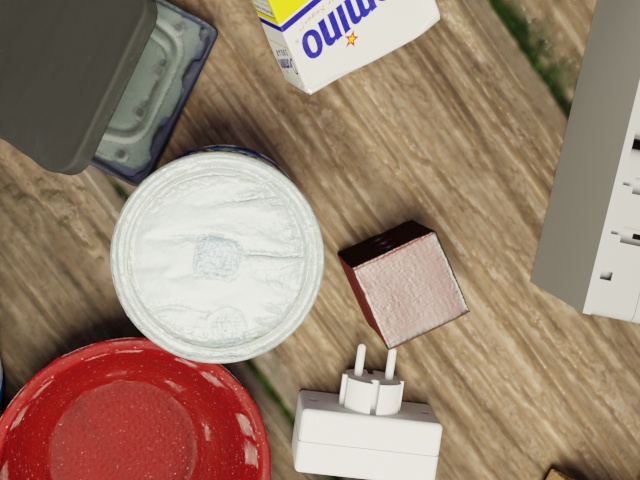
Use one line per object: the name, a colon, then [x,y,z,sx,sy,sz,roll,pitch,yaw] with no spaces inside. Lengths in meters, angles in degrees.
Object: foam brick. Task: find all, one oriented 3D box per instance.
foam brick: [0.046,0.023,0.619,0.053,0.078,0.051,-25,97,-3]

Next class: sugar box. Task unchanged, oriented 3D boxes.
sugar box: [-0.006,-0.178,0.574,0.093,0.048,0.176,-30,116,-9]

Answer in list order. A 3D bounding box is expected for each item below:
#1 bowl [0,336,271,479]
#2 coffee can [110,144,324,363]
bowl: [-0.113,0.131,0.625,0.162,0.055,0.162,-1,95,-15]
coffee can: [-0.054,0.001,0.578,0.102,0.140,0.103,0,97,-4]
